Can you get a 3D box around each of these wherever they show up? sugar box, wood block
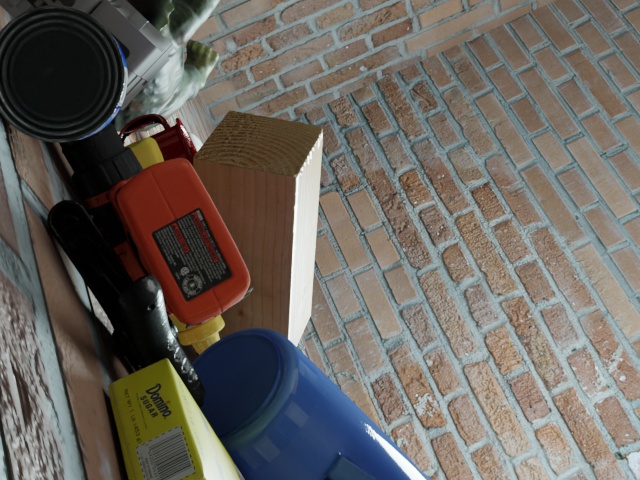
[{"bbox_3d":[-0.069,0.162,0.655,0.093,0.048,0.176,64,0,45],"label":"sugar box"},{"bbox_3d":[-0.056,0.001,0.949,0.090,0.090,0.206,-64,162,-53],"label":"wood block"}]

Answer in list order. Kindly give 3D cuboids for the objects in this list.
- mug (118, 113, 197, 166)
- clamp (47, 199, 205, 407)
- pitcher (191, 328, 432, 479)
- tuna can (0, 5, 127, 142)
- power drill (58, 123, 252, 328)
[{"bbox_3d":[-0.153,-0.064,0.984,0.093,0.081,0.117,66,0,-69],"label":"mug"},{"bbox_3d":[-0.108,0.059,0.668,0.120,0.039,0.171,40,-20,54],"label":"clamp"},{"bbox_3d":[0.001,0.178,0.811,0.242,0.149,0.145,52,23,-37],"label":"pitcher"},{"bbox_3d":[-0.167,-0.106,0.686,0.034,0.086,0.086,-129,-165,-83],"label":"tuna can"},{"bbox_3d":[-0.122,-0.021,0.741,0.184,0.057,0.188,62,-15,-16],"label":"power drill"}]
